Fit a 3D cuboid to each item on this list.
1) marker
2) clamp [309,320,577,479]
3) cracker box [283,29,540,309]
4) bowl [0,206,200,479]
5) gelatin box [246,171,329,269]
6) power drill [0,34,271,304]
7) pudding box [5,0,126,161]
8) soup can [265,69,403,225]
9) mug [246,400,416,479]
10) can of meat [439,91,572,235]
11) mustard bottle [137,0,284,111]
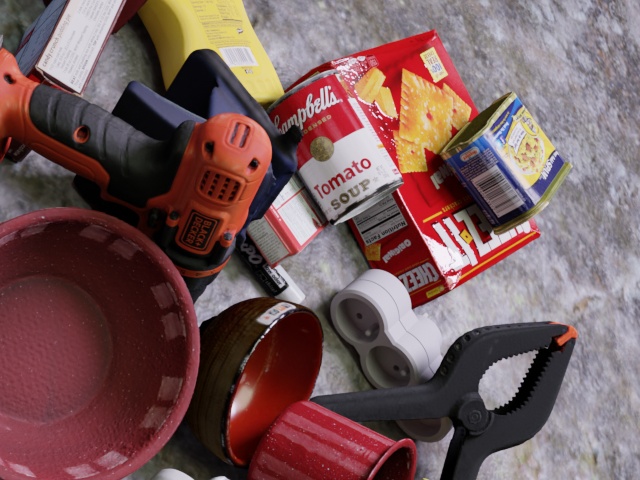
[{"bbox_3d":[-0.055,0.001,0.794,0.121,0.020,0.020,52,43,-8],"label":"marker"},{"bbox_3d":[0.108,0.138,0.785,0.210,0.036,0.164,-31,100,-10],"label":"clamp"},{"bbox_3d":[0.085,-0.065,0.923,0.163,0.072,0.214,-25,87,-47],"label":"cracker box"},{"bbox_3d":[-0.154,0.063,0.621,0.161,0.055,0.162,4,83,-33],"label":"bowl"},{"bbox_3d":[-0.034,-0.026,0.803,0.073,0.030,0.089,55,22,-5],"label":"gelatin box"},{"bbox_3d":[-0.138,-0.033,0.653,0.187,0.185,0.057,20,48,-10],"label":"power drill"},{"bbox_3d":[-0.173,-0.118,0.698,0.039,0.090,0.113,32,49,-26],"label":"pudding box"},{"bbox_3d":[0.011,-0.071,0.826,0.068,0.069,0.102,-26,84,-47],"label":"soup can"},{"bbox_3d":[0.009,0.161,0.707,0.093,0.082,0.117,-60,153,-16],"label":"mug"},{"bbox_3d":[0.156,-0.067,0.898,0.084,0.058,0.102,52,41,-8],"label":"can of meat"},{"bbox_3d":[-0.101,-0.183,0.825,0.096,0.058,0.191,-14,78,-48],"label":"mustard bottle"}]
